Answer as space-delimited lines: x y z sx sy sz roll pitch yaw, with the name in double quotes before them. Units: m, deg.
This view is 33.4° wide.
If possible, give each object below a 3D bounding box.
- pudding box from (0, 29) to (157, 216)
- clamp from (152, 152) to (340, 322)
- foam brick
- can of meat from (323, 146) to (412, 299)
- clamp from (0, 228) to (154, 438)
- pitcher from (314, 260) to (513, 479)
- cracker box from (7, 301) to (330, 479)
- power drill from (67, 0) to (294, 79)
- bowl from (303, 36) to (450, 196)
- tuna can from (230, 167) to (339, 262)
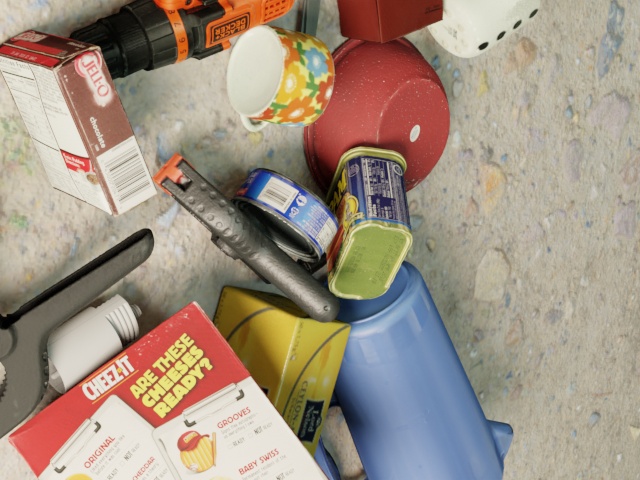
"pudding box" -0.162 -0.078 0.705 0.039 0.090 0.113 -34 126 -28
"clamp" -0.055 0.001 0.817 0.171 0.120 0.039 42 79 -38
"foam brick" 0.058 -0.202 0.895 0.078 0.051 0.053 -26 121 -34
"can of meat" 0.038 -0.012 0.886 0.057 0.084 0.102 7 139 -13
"clamp" -0.227 0.054 0.712 0.164 0.036 0.210 26 95 -20
"pitcher" 0.066 0.142 0.979 0.149 0.145 0.243 -49 128 -36
"cracker box" -0.093 0.179 0.773 0.164 0.072 0.214 -36 83 -16
"power drill" -0.092 -0.196 0.705 0.184 0.057 0.188 -29 154 -26
"bowl" 0.063 -0.100 0.932 0.161 0.055 0.162 -16 116 -39
"tuna can" -0.028 -0.020 0.853 0.033 0.086 0.086 -57 133 -15
